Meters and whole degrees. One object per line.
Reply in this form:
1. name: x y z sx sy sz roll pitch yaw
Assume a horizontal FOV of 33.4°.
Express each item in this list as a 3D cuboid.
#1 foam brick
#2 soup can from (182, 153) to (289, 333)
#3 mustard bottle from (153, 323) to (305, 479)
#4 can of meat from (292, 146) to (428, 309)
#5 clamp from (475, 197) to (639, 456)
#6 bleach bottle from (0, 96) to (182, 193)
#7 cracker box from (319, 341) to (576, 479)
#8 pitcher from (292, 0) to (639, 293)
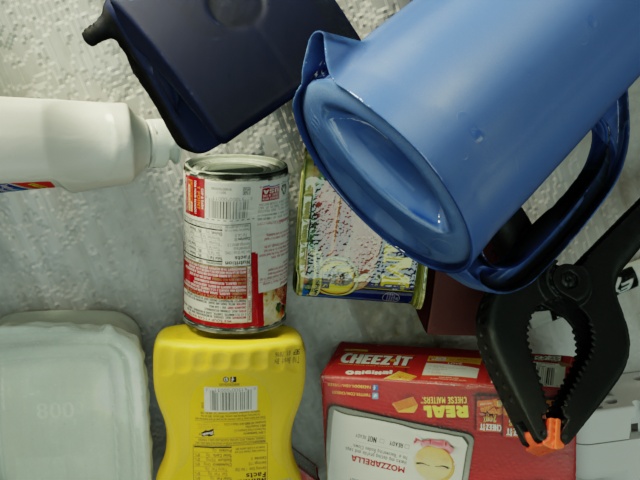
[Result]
1. foam brick: 0.095 0.018 0.706 0.053 0.051 0.078 4 106 -7
2. soup can: -0.054 0.001 0.681 0.068 0.068 0.102 0 105 -5
3. mustard bottle: -0.059 0.151 0.696 0.096 0.058 0.192 0 103 -7
4. can of meat: 0.027 -0.011 0.690 0.084 0.057 0.102 4 105 -3
5. clamp: 0.153 0.025 0.650 0.164 0.036 0.210 5 70 -9
6. bleach bottle: -0.202 -0.054 0.617 0.250 0.103 0.068 -5 86 -23
7. cracker box: 0.090 0.180 0.723 0.164 0.072 0.214 1 107 15
8. pitcher: 0.117 -0.097 0.605 0.242 0.149 0.145 -42 64 -16
